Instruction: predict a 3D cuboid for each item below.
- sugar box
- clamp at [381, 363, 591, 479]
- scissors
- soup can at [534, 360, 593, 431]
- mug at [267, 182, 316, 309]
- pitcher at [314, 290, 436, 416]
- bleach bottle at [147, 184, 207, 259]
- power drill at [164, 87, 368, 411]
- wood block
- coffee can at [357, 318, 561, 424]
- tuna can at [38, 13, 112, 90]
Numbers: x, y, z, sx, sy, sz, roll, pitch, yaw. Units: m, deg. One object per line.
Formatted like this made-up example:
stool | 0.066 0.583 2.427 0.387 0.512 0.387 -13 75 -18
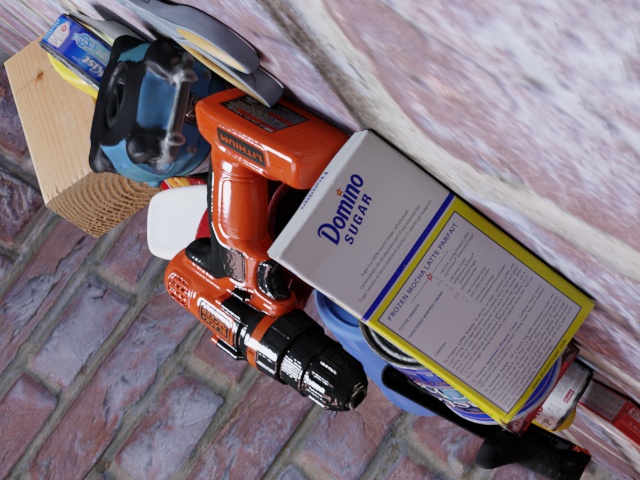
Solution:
sugar box | 0.066 0.022 0.635 0.176 0.093 0.048 37 176 -9
clamp | 0.167 0.176 0.931 0.209 0.036 0.165 25 -173 -25
scissors | -0.106 -0.146 0.644 0.201 0.016 0.096 35 175 -4
soup can | 0.189 0.119 0.979 0.102 0.068 0.068 34 177 10
mug | 0.000 -0.002 0.802 0.093 0.117 0.081 19 -177 -5
pitcher | 0.076 0.074 1.050 0.149 0.145 0.242 6 160 23
bleach bottle | -0.045 -0.008 1.042 0.103 0.068 0.250 -2 175 40
power drill | -0.031 0.006 0.710 0.185 0.188 0.057 32 -142 31
wood block | -0.250 -0.119 1.116 0.090 0.091 0.206 41 -160 -55
coffee can | 0.101 0.063 0.756 0.103 0.103 0.140 33 176 37
tuna can | -0.189 -0.149 0.885 0.086 0.034 0.086 37 177 2
